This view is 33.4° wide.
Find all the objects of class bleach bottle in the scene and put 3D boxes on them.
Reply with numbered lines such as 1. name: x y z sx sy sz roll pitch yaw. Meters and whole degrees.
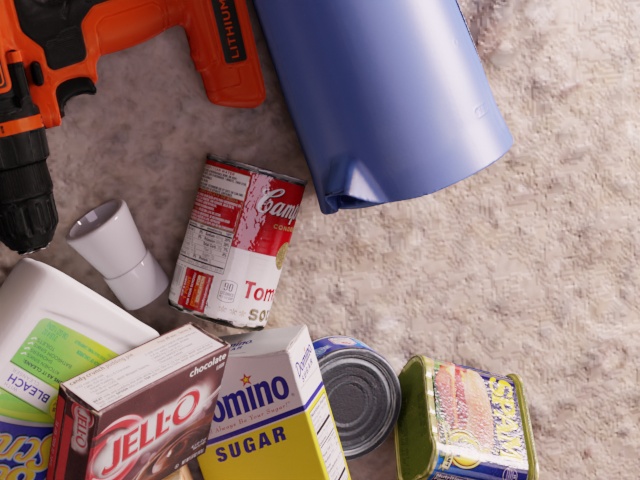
1. bleach bottle: -0.202 0.140 0.638 0.102 0.068 0.250 37 75 -32

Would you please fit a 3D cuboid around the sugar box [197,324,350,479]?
1. sugar box: -0.033 0.149 0.718 0.093 0.048 0.176 -10 108 22

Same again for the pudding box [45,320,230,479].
1. pudding box: -0.110 0.109 0.642 0.113 0.039 0.090 -27 141 -50

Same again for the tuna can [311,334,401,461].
1. tuna can: 0.014 0.113 0.758 0.086 0.034 0.086 -4 101 -20

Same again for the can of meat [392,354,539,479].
1. can of meat: 0.100 0.136 0.763 0.083 0.102 0.058 16 136 -19

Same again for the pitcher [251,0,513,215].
1. pitcher: 0.027 -0.150 0.676 0.145 0.149 0.243 -21 103 0

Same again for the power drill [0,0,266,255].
1. power drill: -0.132 -0.098 0.654 0.187 0.057 0.184 -16 105 -17

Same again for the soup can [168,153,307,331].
1. soup can: -0.055 0.001 0.694 0.068 0.069 0.102 15 93 -22
